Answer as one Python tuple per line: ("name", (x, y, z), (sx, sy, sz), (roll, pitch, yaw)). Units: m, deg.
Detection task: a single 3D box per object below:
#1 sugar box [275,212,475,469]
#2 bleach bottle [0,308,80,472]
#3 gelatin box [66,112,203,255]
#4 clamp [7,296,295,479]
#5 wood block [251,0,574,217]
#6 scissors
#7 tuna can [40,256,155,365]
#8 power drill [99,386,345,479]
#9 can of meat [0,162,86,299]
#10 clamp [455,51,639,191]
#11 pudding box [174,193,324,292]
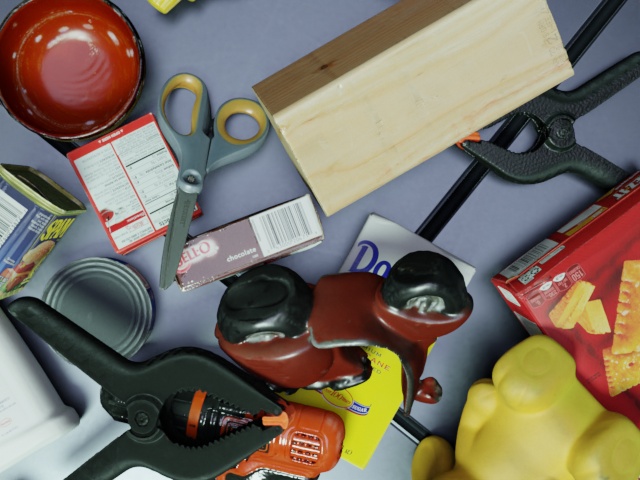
("sugar box", (0.037, 0.075, 0.821), (0.093, 0.048, 0.176), (28, 92, 2))
("bleach bottle", (-0.288, 0.057, 0.807), (0.102, 0.068, 0.251), (-30, 89, -1))
("gelatin box", (-0.142, -0.043, 0.824), (0.073, 0.030, 0.089), (-27, 92, -2))
("clamp", (-0.124, 0.111, 0.741), (0.210, 0.036, 0.164), (-7, 93, 10))
("wood block", (0.065, -0.118, 0.785), (0.206, 0.091, 0.090), (-30, 116, -1))
("scissors", (-0.077, -0.046, 0.779), (0.096, 0.016, 0.202), (3, 53, -18))
("tuna can", (-0.171, 0.055, 0.822), (0.086, 0.034, 0.086), (0, 91, -1))
("power drill", (-0.084, 0.194, 0.794), (0.184, 0.057, 0.188), (12, 104, 9))
("can of meat", (-0.227, -0.006, 0.787), (0.057, 0.102, 0.084), (37, 92, -2))
("clamp", (0.189, -0.075, 0.828), (0.171, 0.039, 0.120), (-11, 88, -1))
("pudding box", (-0.055, 0.001, 0.796), (0.113, 0.090, 0.039), (-19, 93, -2))
